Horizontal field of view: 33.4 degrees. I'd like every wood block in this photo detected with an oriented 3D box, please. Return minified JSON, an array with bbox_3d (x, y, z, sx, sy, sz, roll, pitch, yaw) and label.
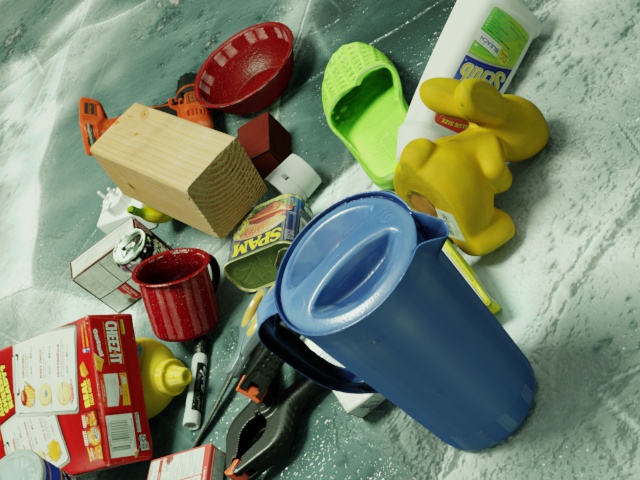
[{"bbox_3d":[-0.175,-0.087,1.296,0.206,0.090,0.090,23,64,43],"label":"wood block"}]

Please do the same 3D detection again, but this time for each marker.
[{"bbox_3d":[-0.139,0.158,1.208,0.020,0.020,0.121,-23,43,27],"label":"marker"}]

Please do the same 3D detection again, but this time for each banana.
[{"bbox_3d":[-0.216,-0.074,1.448,0.037,0.069,0.198,-36,25,17],"label":"banana"}]

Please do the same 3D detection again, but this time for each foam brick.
[{"bbox_3d":[-0.072,-0.115,1.365,0.051,0.053,0.078,-27,41,22],"label":"foam brick"}]

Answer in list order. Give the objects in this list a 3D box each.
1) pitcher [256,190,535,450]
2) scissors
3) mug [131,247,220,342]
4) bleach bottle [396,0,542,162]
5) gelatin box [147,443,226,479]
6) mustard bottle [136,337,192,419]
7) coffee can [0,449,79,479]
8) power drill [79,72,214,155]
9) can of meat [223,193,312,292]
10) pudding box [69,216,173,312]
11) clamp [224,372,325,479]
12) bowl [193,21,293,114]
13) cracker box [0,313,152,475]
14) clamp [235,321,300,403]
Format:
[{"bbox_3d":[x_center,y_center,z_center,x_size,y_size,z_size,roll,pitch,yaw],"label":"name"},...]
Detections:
[{"bbox_3d":[0.072,0.082,0.899,0.149,0.242,0.145,17,68,49],"label":"pitcher"},{"bbox_3d":[-0.094,0.130,1.189,0.202,0.016,0.096,-58,16,5],"label":"scissors"},{"bbox_3d":[-0.158,0.060,1.252,0.093,0.081,0.117,6,30,34],"label":"mug"},{"bbox_3d":[0.153,-0.156,1.174,0.068,0.102,0.250,6,66,55],"label":"bleach bottle"},{"bbox_3d":[-0.143,0.259,1.111,0.089,0.030,0.073,-21,45,29],"label":"gelatin box"},{"bbox_3d":[-0.218,0.161,1.235,0.192,0.058,0.096,-10,60,42],"label":"mustard bottle"},{"bbox_3d":[-0.279,0.294,1.113,0.103,0.140,0.103,-25,42,24],"label":"coffee can"},{"bbox_3d":[-0.248,-0.184,1.525,0.187,0.057,0.184,-11,31,-5],"label":"power drill"},{"bbox_3d":[-0.058,0.001,1.245,0.102,0.057,0.084,-22,41,26],"label":"can of meat"},{"bbox_3d":[-0.250,0.032,1.365,0.113,0.090,0.039,-35,39,13],"label":"pudding box"},{"bbox_3d":[-0.039,0.171,1.089,0.120,0.039,0.171,-12,45,42],"label":"clamp"},{"bbox_3d":[-0.095,-0.227,1.479,0.162,0.055,0.162,-21,43,21],"label":"bowl"},{"bbox_3d":[-0.288,0.186,1.206,0.214,0.071,0.164,-22,74,39],"label":"cracker box"},{"bbox_3d":[-0.021,0.065,1.082,0.210,0.036,0.165,-61,5,-20],"label":"clamp"}]
